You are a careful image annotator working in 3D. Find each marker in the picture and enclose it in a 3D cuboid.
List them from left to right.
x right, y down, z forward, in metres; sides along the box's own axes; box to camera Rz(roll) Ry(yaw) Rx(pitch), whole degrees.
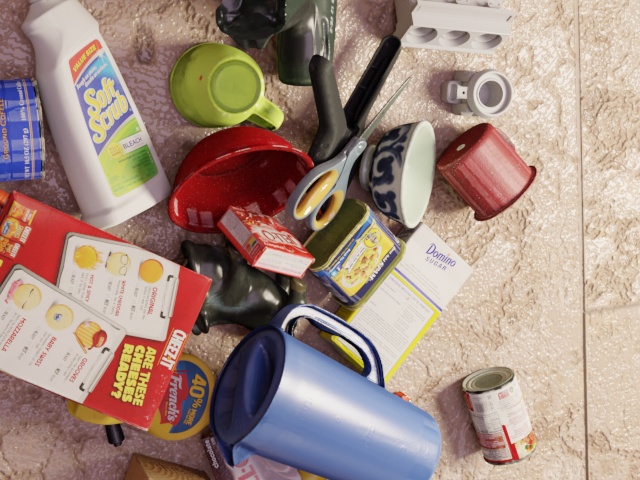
[{"bbox_3d":[-0.236,0.168,1.163,0.020,0.020,0.121,-16,103,-17],"label":"marker"}]

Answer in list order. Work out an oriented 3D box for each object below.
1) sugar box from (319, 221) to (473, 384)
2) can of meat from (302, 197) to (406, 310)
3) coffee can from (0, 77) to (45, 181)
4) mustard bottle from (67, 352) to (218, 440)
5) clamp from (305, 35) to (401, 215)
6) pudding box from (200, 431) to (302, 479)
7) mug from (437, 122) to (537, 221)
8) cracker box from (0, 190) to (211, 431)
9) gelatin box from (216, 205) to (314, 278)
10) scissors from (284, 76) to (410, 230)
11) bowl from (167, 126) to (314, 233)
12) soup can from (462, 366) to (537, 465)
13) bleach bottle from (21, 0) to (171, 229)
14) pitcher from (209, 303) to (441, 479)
[{"bbox_3d":[0.089,0.072,1.251,0.093,0.048,0.176,42,79,-20],"label":"sugar box"},{"bbox_3d":[0.035,0.014,1.202,0.102,0.058,0.083,-50,131,-6],"label":"can of meat"},{"bbox_3d":[-0.347,-0.105,1.042,0.140,0.103,0.103,-6,99,-19],"label":"coffee can"},{"bbox_3d":[-0.171,0.165,1.156,0.191,0.058,0.096,20,80,-31],"label":"mustard bottle"},{"bbox_3d":[0.028,-0.126,1.176,0.164,0.036,0.210,-33,141,-46],"label":"clamp"},{"bbox_3d":[-0.074,0.257,1.202,0.090,0.039,0.113,-22,85,-8],"label":"pudding box"},{"bbox_3d":[0.196,-0.090,1.249,0.081,0.093,0.117,46,51,-14],"label":"mug"},{"bbox_3d":[-0.239,0.070,1.049,0.213,0.072,0.164,25,80,-15],"label":"cracker box"},{"bbox_3d":[-0.057,0.001,1.147,0.089,0.073,0.030,15,116,-52],"label":"gelatin box"},{"bbox_3d":[0.037,-0.086,1.166,0.201,0.016,0.096,-44,150,-19],"label":"scissors"},{"bbox_3d":[-0.091,-0.072,1.132,0.162,0.162,0.055,-14,64,-17],"label":"bowl"},{"bbox_3d":[0.218,0.213,1.302,0.068,0.069,0.102,-23,104,-15],"label":"soup can"},{"bbox_3d":[-0.243,-0.142,1.085,0.102,0.068,0.251,-35,108,-43],"label":"bleach bottle"},{"bbox_3d":[0.015,0.186,1.159,0.242,0.145,0.149,28,119,-28],"label":"pitcher"}]
